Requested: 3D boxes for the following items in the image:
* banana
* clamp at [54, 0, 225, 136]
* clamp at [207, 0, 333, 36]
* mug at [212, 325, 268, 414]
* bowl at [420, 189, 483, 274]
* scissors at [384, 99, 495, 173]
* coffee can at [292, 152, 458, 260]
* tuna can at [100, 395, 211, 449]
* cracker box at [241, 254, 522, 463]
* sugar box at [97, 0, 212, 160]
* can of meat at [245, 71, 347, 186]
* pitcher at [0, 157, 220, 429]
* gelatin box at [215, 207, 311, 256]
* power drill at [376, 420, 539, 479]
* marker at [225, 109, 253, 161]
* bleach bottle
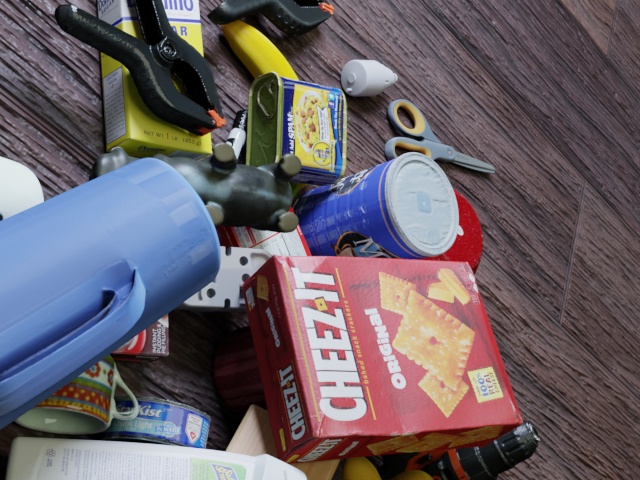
[{"bbox_3d":[-0.041,-0.138,1.089,0.069,0.037,0.198,-22,93,-49],"label":"banana"},{"bbox_3d":[-0.150,-0.158,0.918,0.120,0.039,0.171,-41,103,-39],"label":"clamp"},{"bbox_3d":[-0.063,-0.274,1.102,0.209,0.036,0.164,6,60,-54],"label":"clamp"},{"bbox_3d":[-0.036,0.120,0.974,0.117,0.082,0.093,38,52,-30],"label":"mug"},{"bbox_3d":[0.135,-0.005,1.211,0.161,0.055,0.162,18,64,-42],"label":"bowl"},{"bbox_3d":[0.142,-0.123,1.287,0.201,0.016,0.096,-8,82,-47],"label":"scissors"},{"bbox_3d":[0.052,-0.020,1.067,0.102,0.141,0.103,17,65,-41],"label":"coffee can"},{"bbox_3d":[-0.133,0.154,0.860,0.086,0.086,0.033,27,60,-37],"label":"tuna can"},{"bbox_3d":[0.054,0.098,0.920,0.213,0.072,0.164,3,59,-32],"label":"cracker box"},{"bbox_3d":[-0.152,-0.162,0.977,0.093,0.048,0.176,7,73,-44],"label":"sugar box"},{"bbox_3d":[-0.022,-0.106,1.042,0.083,0.058,0.102,6,82,-33],"label":"can of meat"},{"bbox_3d":[-0.186,0.040,0.741,0.242,0.145,0.149,-32,72,-30],"label":"pitcher"},{"bbox_3d":[-0.057,0.001,1.031,0.089,0.030,0.073,-29,99,-46],"label":"gelatin box"},{"bbox_3d":[0.092,0.168,1.031,0.187,0.185,0.057,58,17,-4],"label":"power drill"},{"bbox_3d":[-0.088,-0.080,1.034,0.020,0.020,0.121,39,52,-30],"label":"marker"},{"bbox_3d":[-0.108,0.205,0.797,0.250,0.068,0.102,7,57,-12],"label":"bleach bottle"}]
